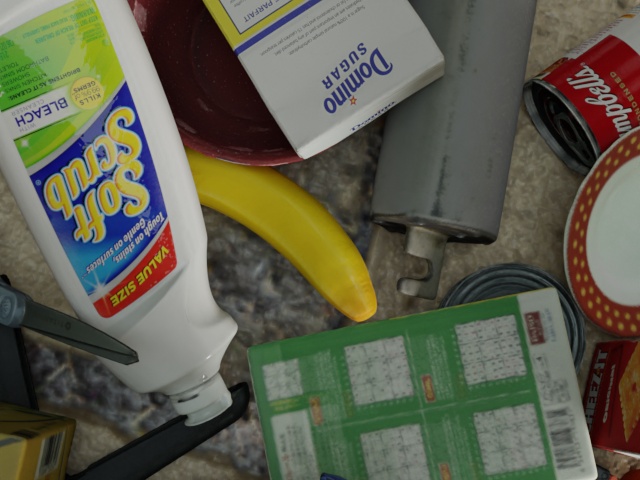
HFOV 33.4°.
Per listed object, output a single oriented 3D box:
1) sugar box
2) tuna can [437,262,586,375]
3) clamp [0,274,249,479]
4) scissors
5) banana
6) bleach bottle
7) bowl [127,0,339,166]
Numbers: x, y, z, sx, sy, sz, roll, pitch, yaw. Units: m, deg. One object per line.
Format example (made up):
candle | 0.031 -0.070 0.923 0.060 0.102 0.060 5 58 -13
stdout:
sugar box | -0.017 -0.141 0.574 0.093 0.048 0.176 -31 86 4
tuna can | 0.109 0.057 0.626 0.086 0.034 0.086 0 85 -2
clamp | -0.142 0.142 0.609 0.164 0.036 0.210 18 85 -4
scissors | -0.177 0.051 0.577 0.202 0.016 0.096 34 102 35
banana | -0.051 -0.018 0.620 0.198 0.037 0.069 21 82 8
bleach bottle | -0.105 -0.021 0.570 0.102 0.068 0.251 -25 98 -4
bowl | -0.034 -0.119 0.626 0.162 0.055 0.162 0 85 -1
